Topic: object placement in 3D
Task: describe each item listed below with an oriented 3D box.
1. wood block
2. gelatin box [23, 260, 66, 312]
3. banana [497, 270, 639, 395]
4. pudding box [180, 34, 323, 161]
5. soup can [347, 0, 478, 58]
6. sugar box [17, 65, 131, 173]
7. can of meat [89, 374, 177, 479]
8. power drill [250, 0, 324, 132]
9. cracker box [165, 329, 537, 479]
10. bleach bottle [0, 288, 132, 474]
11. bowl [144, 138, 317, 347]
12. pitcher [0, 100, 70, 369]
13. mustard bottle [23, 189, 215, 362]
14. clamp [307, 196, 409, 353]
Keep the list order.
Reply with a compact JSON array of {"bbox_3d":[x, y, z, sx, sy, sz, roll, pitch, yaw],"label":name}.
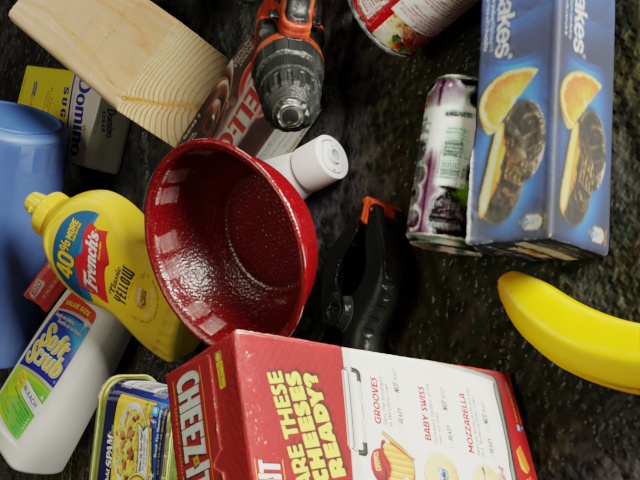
[{"bbox_3d":[-0.177,-0.174,0.943,0.206,0.090,0.090,39,94,39],"label":"wood block"},{"bbox_3d":[-0.234,0.015,1.003,0.073,0.030,0.089,-48,8,31],"label":"gelatin box"},{"bbox_3d":[0.170,0.048,0.562,0.198,0.037,0.069,-4,60,47],"label":"banana"},{"bbox_3d":[-0.057,-0.093,0.855,0.114,0.039,0.090,-55,45,24],"label":"pudding box"},{"bbox_3d":[0.075,-0.177,0.702,0.102,0.068,0.068,-36,55,38],"label":"soup can"},{"bbox_3d":[-0.256,-0.126,1.089,0.177,0.048,0.093,14,91,51],"label":"sugar box"},{"bbox_3d":[-0.118,0.153,0.774,0.084,0.057,0.102,5,88,44],"label":"can of meat"},{"bbox_3d":[-0.012,-0.186,0.738,0.184,0.057,0.188,-98,19,-57],"label":"power drill"},{"bbox_3d":[0.030,0.145,0.559,0.072,0.213,0.164,-33,57,39],"label":"cracker box"},{"bbox_3d":[-0.222,0.091,0.982,0.251,0.067,0.103,-59,44,17],"label":"bleach bottle"},{"bbox_3d":[-0.055,0.001,0.774,0.162,0.055,0.162,16,115,37],"label":"bowl"},{"bbox_3d":[-0.319,-0.003,1.024,0.149,0.144,0.243,42,122,50],"label":"pitcher"},{"bbox_3d":[-0.172,0.013,0.886,0.192,0.058,0.096,32,120,20],"label":"mustard bottle"},{"bbox_3d":[0.026,0.059,0.719,0.120,0.039,0.171,25,100,51],"label":"clamp"}]
